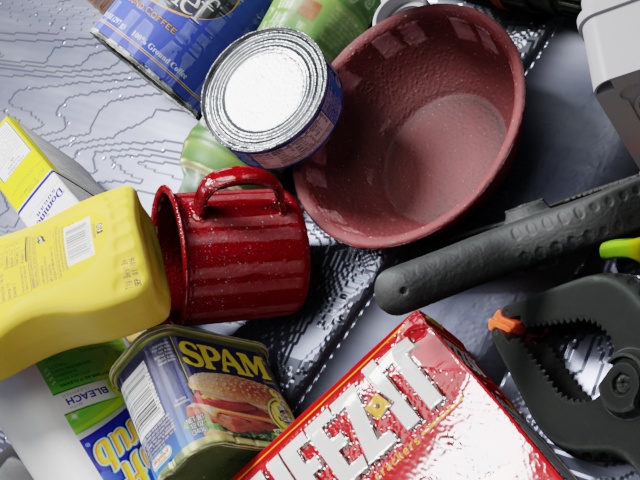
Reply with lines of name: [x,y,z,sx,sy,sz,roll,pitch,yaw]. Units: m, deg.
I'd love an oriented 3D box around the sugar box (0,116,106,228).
sugar box: [-0.176,-0.020,0.758,0.048,0.093,0.176,-49,40,2]

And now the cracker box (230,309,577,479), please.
cracker box: [0.057,0.163,0.525,0.164,0.072,0.214,-43,48,5]

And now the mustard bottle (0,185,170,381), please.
mustard bottle: [-0.186,0.038,0.621,0.191,0.058,0.096,-21,46,1]

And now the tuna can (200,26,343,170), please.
tuna can: [-0.029,-0.088,0.667,0.086,0.033,0.086,-9,67,21]

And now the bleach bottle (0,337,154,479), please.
bleach bottle: [-0.102,0.148,0.631,0.251,0.102,0.068,45,126,29]

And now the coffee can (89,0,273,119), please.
coffee can: [-0.088,-0.177,0.797,0.140,0.102,0.103,-51,49,-2]

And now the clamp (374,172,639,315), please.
clamp: [0.111,-0.001,0.586,0.171,0.120,0.039,-18,97,3]

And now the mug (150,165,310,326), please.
mug: [-0.054,0.001,0.657,0.081,0.117,0.093,-4,43,-21]

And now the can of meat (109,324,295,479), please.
can of meat: [-0.062,0.103,0.619,0.057,0.101,0.084,-48,49,22]

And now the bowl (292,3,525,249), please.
bowl: [0.063,-0.062,0.655,0.162,0.055,0.162,-18,59,32]
